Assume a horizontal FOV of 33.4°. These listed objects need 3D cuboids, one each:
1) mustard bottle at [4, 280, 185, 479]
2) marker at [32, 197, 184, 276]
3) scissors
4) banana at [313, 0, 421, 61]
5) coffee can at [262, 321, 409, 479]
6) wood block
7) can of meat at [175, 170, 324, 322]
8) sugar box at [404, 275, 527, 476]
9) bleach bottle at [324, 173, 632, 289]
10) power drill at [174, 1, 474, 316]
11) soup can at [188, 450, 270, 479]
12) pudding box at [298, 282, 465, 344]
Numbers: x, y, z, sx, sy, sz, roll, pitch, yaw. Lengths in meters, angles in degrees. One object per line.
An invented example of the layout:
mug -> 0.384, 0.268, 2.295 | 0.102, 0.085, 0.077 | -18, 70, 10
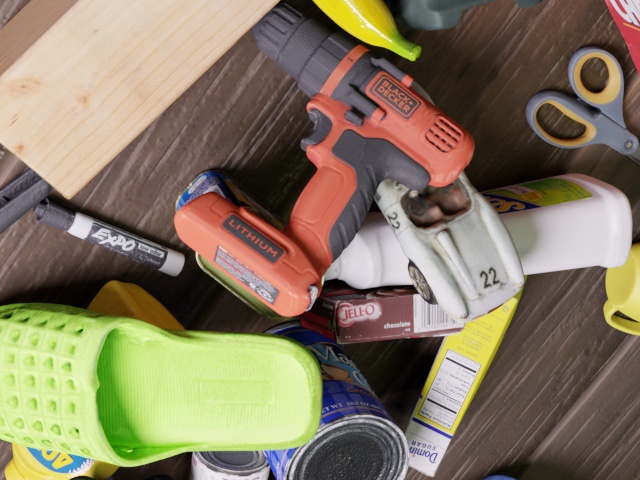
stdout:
mustard bottle -> -0.179, 0.130, 0.809 | 0.192, 0.096, 0.058 | -51, 158, 10
marker -> -0.157, -0.002, 0.793 | 0.121, 0.020, 0.020 | 25, 105, -30
scissors -> 0.263, -0.103, 0.910 | 0.201, 0.016, 0.096 | 12, 111, -27
banana -> -0.001, -0.199, 0.704 | 0.197, 0.070, 0.037 | 49, 64, -31
coffee can -> -0.003, 0.143, 0.857 | 0.102, 0.140, 0.103 | -9, 119, -17
wood block -> -0.126, -0.139, 0.692 | 0.206, 0.091, 0.090 | -43, 123, 3
can of meat -> -0.055, 0.001, 0.796 | 0.057, 0.084, 0.102 | -46, 123, 5
sugar box -> 0.121, 0.106, 0.915 | 0.048, 0.093, 0.176 | 23, 109, 11
bleach bottle -> 0.113, 0.000, 0.852 | 0.250, 0.103, 0.068 | -10, 110, -16
power drill -> -0.012, -0.058, 0.724 | 0.184, 0.057, 0.187 | 37, 70, 7
soup can -> -0.081, 0.220, 0.910 | 0.068, 0.068, 0.102 | 1, 114, -23
pudding box -> 0.048, 0.054, 0.859 | 0.113, 0.090, 0.039 | -2, 96, -20
